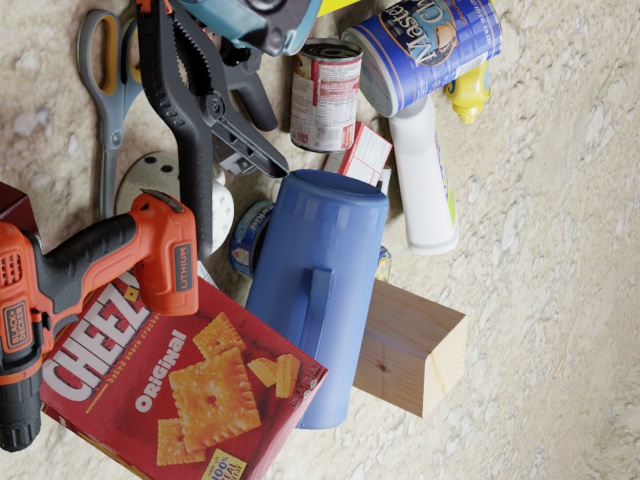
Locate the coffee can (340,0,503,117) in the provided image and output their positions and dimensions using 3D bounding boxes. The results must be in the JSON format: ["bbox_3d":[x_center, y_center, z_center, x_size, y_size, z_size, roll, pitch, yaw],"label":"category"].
[{"bbox_3d":[0.107,-0.209,1.132,0.140,0.103,0.103,-30,140,-10],"label":"coffee can"}]

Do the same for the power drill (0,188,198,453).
[{"bbox_3d":[-0.178,0.051,0.798,0.187,0.057,0.184,-26,130,-41],"label":"power drill"}]

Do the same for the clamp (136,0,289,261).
[{"bbox_3d":[-0.102,-0.098,0.878,0.210,0.036,0.164,64,34,-27],"label":"clamp"}]

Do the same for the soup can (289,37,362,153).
[{"bbox_3d":[0.005,-0.148,1.090,0.068,0.069,0.102,-30,133,-48],"label":"soup can"}]

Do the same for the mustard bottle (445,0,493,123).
[{"bbox_3d":[0.185,-0.229,1.333,0.096,0.058,0.191,-86,172,-49],"label":"mustard bottle"}]

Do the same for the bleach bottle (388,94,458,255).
[{"bbox_3d":[0.120,-0.100,1.296,0.251,0.068,0.102,72,16,-47],"label":"bleach bottle"}]

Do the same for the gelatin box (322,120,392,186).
[{"bbox_3d":[0.042,-0.092,1.225,0.089,0.030,0.073,25,85,-61],"label":"gelatin box"}]

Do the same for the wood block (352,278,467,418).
[{"bbox_3d":[0.049,0.102,1.183,0.090,0.206,0.091,-39,140,-41],"label":"wood block"}]

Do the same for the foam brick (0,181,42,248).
[{"bbox_3d":[-0.251,-0.002,0.775,0.078,0.051,0.053,-43,142,-38],"label":"foam brick"}]

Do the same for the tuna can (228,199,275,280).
[{"bbox_3d":[-0.057,0.001,1.117,0.086,0.034,0.086,-37,138,-43],"label":"tuna can"}]

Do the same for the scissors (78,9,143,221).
[{"bbox_3d":[-0.163,-0.102,0.894,0.096,0.016,0.202,-38,139,-42],"label":"scissors"}]

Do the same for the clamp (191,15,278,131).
[{"bbox_3d":[-0.072,-0.161,0.985,0.171,0.039,0.120,-3,106,-55],"label":"clamp"}]

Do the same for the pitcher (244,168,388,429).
[{"bbox_3d":[-0.010,0.060,1.058,0.144,0.149,0.243,-1,110,-47],"label":"pitcher"}]

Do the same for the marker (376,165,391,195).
[{"bbox_3d":[0.069,-0.034,1.318,0.020,0.020,0.121,-21,126,-53],"label":"marker"}]

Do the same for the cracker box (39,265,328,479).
[{"bbox_3d":[-0.123,0.119,0.906,0.164,0.213,0.072,-56,-174,-22],"label":"cracker box"}]
